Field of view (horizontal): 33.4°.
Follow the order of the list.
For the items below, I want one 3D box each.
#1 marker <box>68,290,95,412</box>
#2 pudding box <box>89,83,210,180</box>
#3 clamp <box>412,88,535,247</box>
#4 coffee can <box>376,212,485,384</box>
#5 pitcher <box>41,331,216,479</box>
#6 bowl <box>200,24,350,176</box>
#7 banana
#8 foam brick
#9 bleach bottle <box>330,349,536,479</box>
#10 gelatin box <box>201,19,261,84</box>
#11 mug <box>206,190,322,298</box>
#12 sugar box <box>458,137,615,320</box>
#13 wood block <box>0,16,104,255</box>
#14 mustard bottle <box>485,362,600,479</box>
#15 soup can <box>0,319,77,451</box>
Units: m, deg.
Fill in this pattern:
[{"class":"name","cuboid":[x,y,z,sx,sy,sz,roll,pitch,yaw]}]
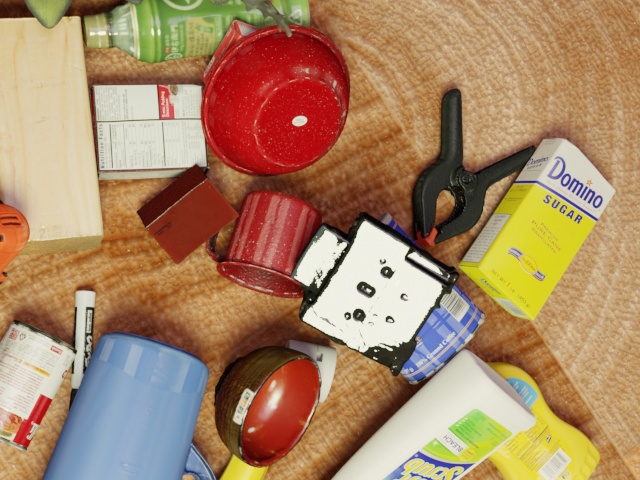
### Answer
[{"class":"marker","cuboid":[-0.227,0.109,1.016,0.020,0.020,0.121,4,81,-13]},{"class":"pudding box","cuboid":[-0.169,-0.108,1.054,0.113,0.039,0.090,-3,83,-13]},{"class":"clamp","cuboid":[0.141,-0.073,1.124,0.120,0.039,0.171,41,71,-4]},{"class":"coffee can","cuboid":[0.077,0.057,1.055,0.140,0.103,0.102,46,74,-4]},{"class":"pitcher","cuboid":[-0.175,0.215,0.961,0.145,0.149,0.243,8,72,28]},{"class":"bowl","cuboid":[-0.032,-0.124,1.035,0.161,0.055,0.162,-14,124,-21]},{"class":"banana","cuboid":[-0.089,0.222,1.026,0.069,0.037,0.197,19,75,8]},{"class":"foam brick","cuboid":[-0.128,-0.026,1.027,0.078,0.051,0.053,-38,117,-2]},{"class":"bleach bottle","cuboid":[0.081,0.220,1.021,0.251,0.068,0.102,-44,127,9]},{"class":"gelatin box","cuboid":[-0.063,-0.172,1.059,0.089,0.073,0.030,12,41,-31]},{"class":"mug","cuboid":[-0.057,0.001,1.046,0.117,0.093,0.081,8,71,24]},{"class":"sugar box","cuboid":[0.230,-0.014,1.124,0.093,0.048,0.176,41,77,-22]},{"class":"wood block","cuboid":[-0.261,-0.095,1.003,0.090,0.091,0.206,-5,82,-15]},{"class":"mustard bottle","cuboid":[0.188,0.182,1.085,0.096,0.058,0.191,-43,93,-10]},{"class":"soup can","cuboid":[-0.275,0.132,0.976,0.068,0.069,0.102,28,75,-8]}]
